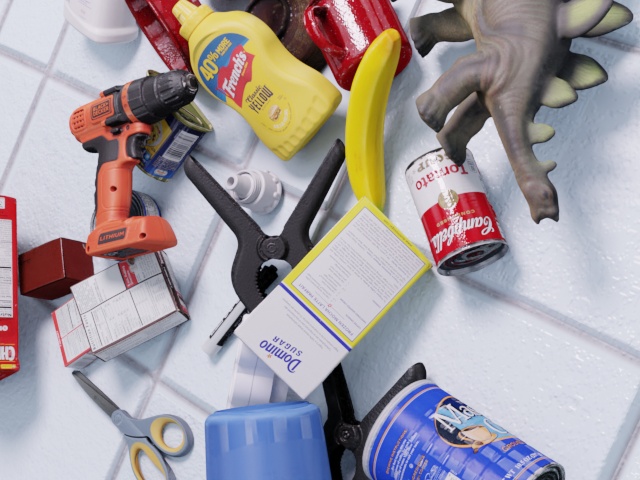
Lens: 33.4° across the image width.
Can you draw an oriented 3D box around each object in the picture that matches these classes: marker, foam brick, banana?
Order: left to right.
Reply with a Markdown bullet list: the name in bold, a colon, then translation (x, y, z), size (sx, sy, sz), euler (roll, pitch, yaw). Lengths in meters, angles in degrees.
- **foam brick**: translation (-0.316, 0.034, 1.276), size (0.078, 0.051, 0.053), euler (-19, 69, 30)
- **marker**: translation (-0.084, 0.073, 1.128), size (0.121, 0.020, 0.020), euler (-51, 58, 15)
- **banana**: translation (0.052, -0.109, 1.025), size (0.070, 0.037, 0.198), euler (25, 124, 46)

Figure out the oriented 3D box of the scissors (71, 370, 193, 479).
- **scissors**: translation (-0.207, 0.192, 1.191), size (0.096, 0.016, 0.202), euler (-46, 60, 16)

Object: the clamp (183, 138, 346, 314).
- **clamp**: translation (-0.057, 0.001, 1.077), size (0.164, 0.036, 0.210), euler (1, 96, 7)

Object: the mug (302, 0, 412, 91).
- **mug**: translation (0.032, -0.201, 1.047), size (0.093, 0.117, 0.081), euler (-37, 66, 36)

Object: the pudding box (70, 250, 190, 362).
- **pudding box**: translation (-0.212, 0.070, 1.186), size (0.113, 0.039, 0.090), euler (-27, 66, 7)

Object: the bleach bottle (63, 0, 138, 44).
- **bleach bottle**: translation (-0.246, -0.362, 1.233), size (0.103, 0.067, 0.251), euler (39, 130, 35)

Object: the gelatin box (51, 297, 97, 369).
- **gelatin box**: translation (-0.268, 0.098, 1.244), size (0.089, 0.030, 0.073), euler (-34, 62, 25)

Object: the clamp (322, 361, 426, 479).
- **clamp**: translation (0.026, 0.176, 1.020), size (0.120, 0.039, 0.171), euler (24, 95, 40)

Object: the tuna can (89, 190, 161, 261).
- **tuna can**: translation (-0.225, -0.017, 1.234), size (0.086, 0.033, 0.086), euler (-7, 77, 33)

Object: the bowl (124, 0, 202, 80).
- **bowl**: translation (-0.164, -0.247, 1.186), size (0.055, 0.162, 0.162), euler (-34, 59, -9)

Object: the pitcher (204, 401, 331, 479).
- **pitcher**: translation (-0.045, 0.274, 0.980), size (0.149, 0.144, 0.243), euler (-9, 84, 27)

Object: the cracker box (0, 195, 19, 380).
- **cracker box**: translation (-0.418, 0.066, 1.298), size (0.164, 0.072, 0.214), euler (-26, 65, 56)

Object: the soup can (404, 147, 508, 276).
- **soup can**: translation (0.123, -0.027, 0.976), size (0.069, 0.068, 0.102), euler (-29, 65, 27)

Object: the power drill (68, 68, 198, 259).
- **power drill**: translation (-0.197, -0.080, 1.149), size (0.185, 0.057, 0.187), euler (-15, 73, 39)

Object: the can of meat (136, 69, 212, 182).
- **can of meat**: translation (-0.183, -0.129, 1.214), size (0.084, 0.057, 0.102), euler (-50, 58, 18)

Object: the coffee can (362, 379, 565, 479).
- **coffee can**: translation (0.121, 0.197, 0.911), size (0.140, 0.102, 0.103), euler (30, 98, 35)

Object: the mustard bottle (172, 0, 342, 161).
- **mustard bottle**: translation (-0.075, -0.176, 1.090), size (0.191, 0.058, 0.096), euler (43, 130, 0)

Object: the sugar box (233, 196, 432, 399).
- **sugar box**: translation (0.012, 0.054, 0.998), size (0.093, 0.048, 0.176), euler (44, 89, 1)
